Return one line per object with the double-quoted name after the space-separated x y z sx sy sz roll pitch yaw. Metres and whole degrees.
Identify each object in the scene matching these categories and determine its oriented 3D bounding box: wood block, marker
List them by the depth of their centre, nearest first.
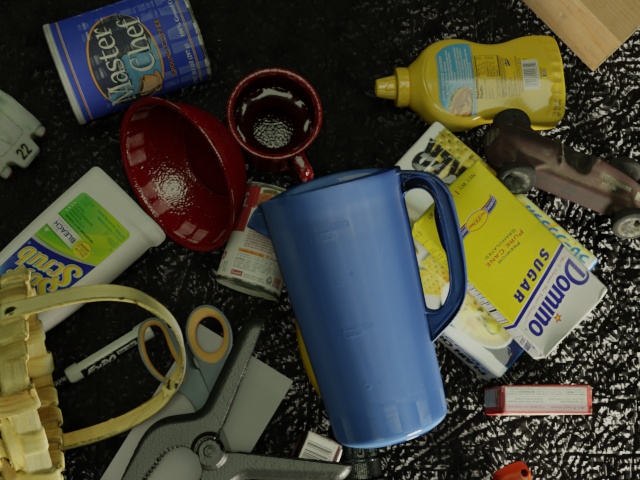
-0.220 0.117 1.049 0.121 0.020 0.020 -31 84 -9 "marker"
0.256 -0.291 1.119 0.090 0.090 0.206 -43 86 -10 "wood block"

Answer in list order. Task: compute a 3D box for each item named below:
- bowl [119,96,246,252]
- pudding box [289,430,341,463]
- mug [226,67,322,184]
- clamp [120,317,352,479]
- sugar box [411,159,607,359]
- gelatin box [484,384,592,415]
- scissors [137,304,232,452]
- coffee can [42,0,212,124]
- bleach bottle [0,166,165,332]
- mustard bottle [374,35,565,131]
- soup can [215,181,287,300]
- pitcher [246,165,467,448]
-0.123 -0.072 1.038 0.055 0.162 0.162 -32 83 -38 "bowl"
-0.022 0.237 1.007 0.039 0.090 0.113 26 79 -2 "pudding box"
-0.041 -0.106 1.069 0.093 0.081 0.117 -33 84 -9 "mug"
-0.098 0.177 0.957 0.210 0.036 0.164 -24 80 -2 "clamp"
0.177 0.019 1.013 0.176 0.048 0.093 44 81 5 "sugar box"
0.212 0.156 1.046 0.089 0.073 0.030 0 80 -4 "gelatin box"
-0.092 0.146 0.992 0.096 0.016 0.202 -37 85 -8 "scissors"
-0.191 -0.186 1.061 0.140 0.103 0.103 -20 82 -8 "coffee can"
-0.274 0.048 1.037 0.102 0.068 0.250 44 82 4 "bleach bottle"
0.152 -0.161 1.104 0.191 0.058 0.096 -3 79 -5 "mustard bottle"
-0.057 0.001 1.057 0.068 0.068 0.102 18 80 -1 "soup can"
0.046 0.056 0.968 0.144 0.149 0.243 -19 96 -33 "pitcher"
